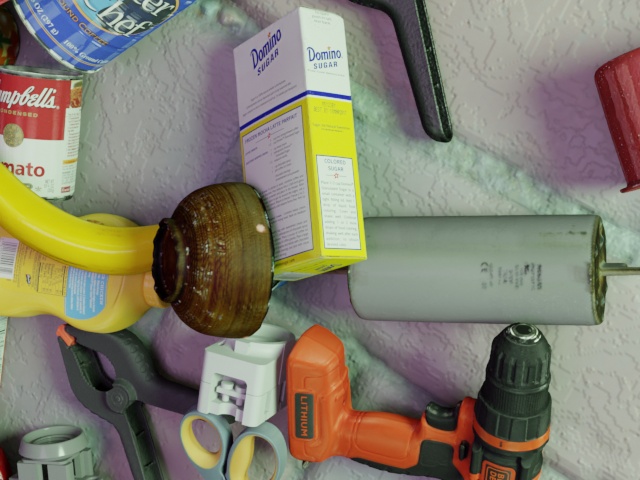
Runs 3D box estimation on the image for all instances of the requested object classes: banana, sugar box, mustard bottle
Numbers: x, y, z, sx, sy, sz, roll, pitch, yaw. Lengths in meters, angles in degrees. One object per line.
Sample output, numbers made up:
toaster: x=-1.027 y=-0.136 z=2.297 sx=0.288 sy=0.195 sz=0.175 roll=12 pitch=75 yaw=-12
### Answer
banana: x=-0.189 y=-0.015 z=0.816 sx=0.198 sy=0.037 sz=0.069 roll=15 pitch=67 yaw=4
sugar box: x=-0.016 y=-0.065 z=0.754 sx=0.094 sy=0.048 sz=0.176 roll=-18 pitch=71 yaw=53
mustard bottle: x=-0.189 y=0.024 z=0.867 sx=0.192 sy=0.058 sz=0.096 roll=7 pitch=85 yaw=20

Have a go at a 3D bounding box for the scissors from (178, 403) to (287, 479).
scissors: x=-0.085 y=0.201 z=0.840 sx=0.096 sy=0.016 sz=0.202 roll=34 pitch=128 yaw=8

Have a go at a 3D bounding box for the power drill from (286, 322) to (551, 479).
power drill: x=0.069 y=0.120 z=0.757 sx=0.188 sy=0.057 sz=0.184 roll=15 pitch=123 yaw=22

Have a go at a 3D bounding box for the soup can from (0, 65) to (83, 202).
soup can: x=-0.230 y=-0.087 z=0.864 sx=0.069 sy=0.068 sz=0.102 roll=11 pitch=102 yaw=20

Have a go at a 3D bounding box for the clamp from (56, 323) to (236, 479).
clamp: x=-0.158 y=0.137 z=0.884 sx=0.172 sy=0.039 sz=0.120 roll=37 pitch=105 yaw=20

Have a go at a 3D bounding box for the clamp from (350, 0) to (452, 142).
clamp: x=0.073 y=-0.196 z=0.744 sx=0.165 sy=0.036 sz=0.210 roll=-44 pitch=81 yaw=21

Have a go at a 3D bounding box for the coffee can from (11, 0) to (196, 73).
coffee can: x=-0.146 y=-0.204 z=0.794 sx=0.140 sy=0.102 sz=0.103 roll=-29 pitch=87 yaw=23
